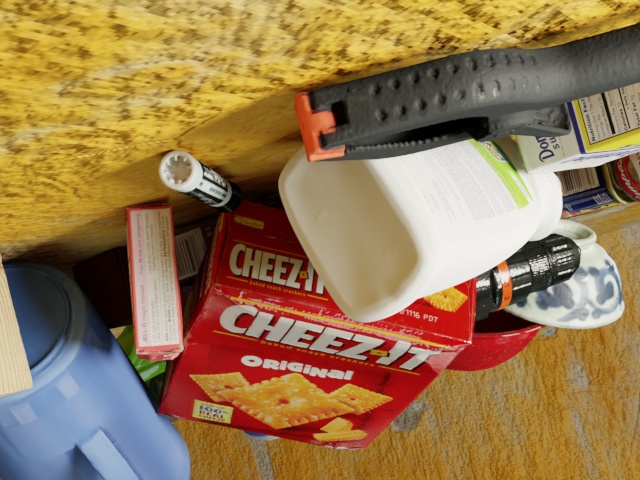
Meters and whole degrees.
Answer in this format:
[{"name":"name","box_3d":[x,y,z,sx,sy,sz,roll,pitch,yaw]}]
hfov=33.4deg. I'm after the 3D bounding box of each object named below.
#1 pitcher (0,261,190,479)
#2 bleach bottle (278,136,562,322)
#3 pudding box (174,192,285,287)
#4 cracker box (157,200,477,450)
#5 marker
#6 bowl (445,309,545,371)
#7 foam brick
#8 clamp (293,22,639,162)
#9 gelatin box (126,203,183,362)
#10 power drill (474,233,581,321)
[{"name":"pitcher","box_3d":[-0.176,0.129,0.757,0.149,0.145,0.243,0,144,9]},{"name":"bleach bottle","box_3d":[0.085,-0.019,0.629,0.068,0.102,0.250,-40,161,31]},{"name":"pudding box","box_3d":[-0.055,0.001,0.764,0.114,0.039,0.090,-17,174,19]},{"name":"cracker box","box_3d":[-0.011,0.069,0.721,0.164,0.072,0.214,13,149,-11]},{"name":"marker","box_3d":[-0.061,-0.030,0.568,0.020,0.020,0.121,-16,174,6]},{"name":"bowl","box_3d":[0.122,0.070,0.942,0.162,0.055,0.162,3,-157,-2]},{"name":"foam brick","box_3d":[-0.139,0.035,0.807,0.051,0.053,0.078,-19,172,32]},{"name":"clamp","box_3d":[0.090,-0.070,0.489,0.209,0.036,0.165,-11,173,-31]},{"name":"gelatin box","box_3d":[-0.101,0.028,0.651,0.030,0.089,0.073,-5,172,-10]},{"name":"power drill","box_3d":[0.093,0.015,0.875,0.184,0.057,0.188,-13,-164,-18]}]
